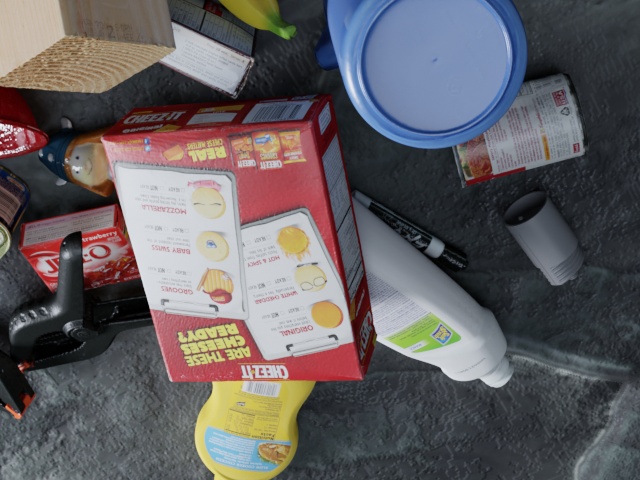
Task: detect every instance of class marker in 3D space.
[{"bbox_3d":[0.076,-0.006,0.916,0.121,0.020,0.020,29,115,-14],"label":"marker"}]

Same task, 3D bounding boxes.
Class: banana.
[{"bbox_3d":[-0.084,-0.228,0.776,0.037,0.070,0.197,-45,107,-23],"label":"banana"}]

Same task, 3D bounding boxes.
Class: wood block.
[{"bbox_3d":[-0.172,-0.210,0.700,0.091,0.090,0.206,-19,79,42],"label":"wood block"}]

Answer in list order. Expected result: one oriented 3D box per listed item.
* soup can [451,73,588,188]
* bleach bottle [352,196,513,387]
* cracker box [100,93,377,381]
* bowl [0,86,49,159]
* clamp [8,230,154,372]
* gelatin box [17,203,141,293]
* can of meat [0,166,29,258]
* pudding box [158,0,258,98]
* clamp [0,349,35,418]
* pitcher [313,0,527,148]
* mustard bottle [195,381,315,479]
[{"bbox_3d":[0.153,-0.087,0.844,0.102,0.068,0.068,-15,117,8],"label":"soup can"},{"bbox_3d":[0.067,0.055,0.923,0.250,0.068,0.103,37,136,-23],"label":"bleach bottle"},{"bbox_3d":[-0.055,0.001,0.810,0.164,0.072,0.214,-3,117,18],"label":"cracker box"},{"bbox_3d":[-0.292,-0.101,0.818,0.162,0.162,0.055,-5,84,3],"label":"bowl"},{"bbox_3d":[-0.208,0.060,0.916,0.210,0.036,0.164,-25,143,28],"label":"clamp"},{"bbox_3d":[-0.201,0.009,0.908,0.089,0.030,0.073,-12,142,7],"label":"gelatin box"},{"bbox_3d":[-0.291,-0.006,0.885,0.057,0.084,0.102,38,112,-18],"label":"can of meat"},{"bbox_3d":[-0.104,-0.158,0.797,0.113,0.090,0.039,23,116,-12],"label":"pudding box"},{"bbox_3d":[-0.321,0.093,0.940,0.171,0.039,0.120,35,147,-14],"label":"clamp"},{"bbox_3d":[0.075,-0.150,0.713,0.145,0.243,0.149,13,111,-5],"label":"pitcher"},{"bbox_3d":[-0.065,0.169,0.990,0.096,0.058,0.192,11,118,-7],"label":"mustard bottle"}]
